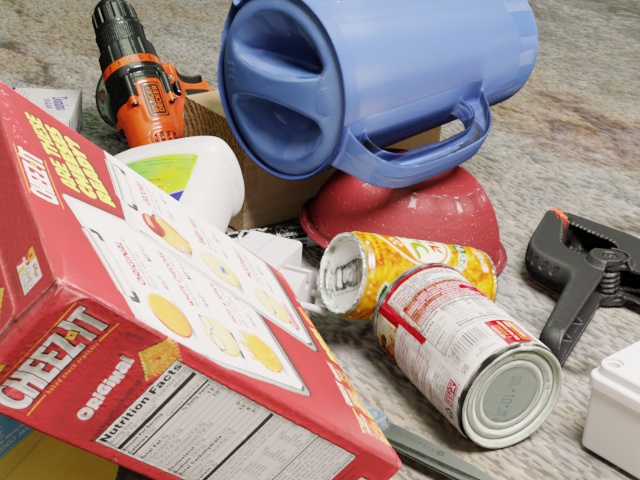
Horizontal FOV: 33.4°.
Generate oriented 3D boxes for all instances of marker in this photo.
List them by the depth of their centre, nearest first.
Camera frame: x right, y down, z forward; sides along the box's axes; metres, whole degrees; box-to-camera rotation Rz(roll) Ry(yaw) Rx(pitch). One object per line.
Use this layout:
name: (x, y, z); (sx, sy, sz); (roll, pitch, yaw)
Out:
marker: (-0.055, 0.001, 0.795); (0.121, 0.020, 0.020); (-7, 27, -19)

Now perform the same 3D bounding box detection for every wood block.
wood block: (-0.004, -0.083, 0.896); (0.205, 0.090, 0.091); (-16, 31, -35)

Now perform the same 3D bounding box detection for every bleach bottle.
bleach bottle: (-0.115, 0.024, 0.669); (0.102, 0.068, 0.250); (-8, 32, 11)

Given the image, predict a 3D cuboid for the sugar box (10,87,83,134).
sugar box: (-0.311, -0.109, 0.976); (0.176, 0.048, 0.093); (4, 25, -6)

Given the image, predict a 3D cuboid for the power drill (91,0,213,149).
power drill: (-0.101, -0.141, 0.956); (0.187, 0.057, 0.184); (-10, 71, -29)

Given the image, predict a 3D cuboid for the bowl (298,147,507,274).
bowl: (0.067, -0.027, 0.799); (0.162, 0.055, 0.162); (10, 24, -5)

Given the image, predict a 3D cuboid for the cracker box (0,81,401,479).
cracker box: (-0.078, 0.038, 0.501); (0.213, 0.072, 0.164); (35, 13, -40)

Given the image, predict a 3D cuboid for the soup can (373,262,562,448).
soup can: (0.083, 0.064, 0.617); (0.068, 0.068, 0.102); (-9, 28, -23)

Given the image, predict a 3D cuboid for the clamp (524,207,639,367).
clamp: (0.192, 0.029, 0.738); (0.164, 0.036, 0.210); (-5, 24, -16)

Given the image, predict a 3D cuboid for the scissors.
scissors: (0.007, 0.104, 0.588); (0.096, 0.016, 0.202); (-15, 30, -30)

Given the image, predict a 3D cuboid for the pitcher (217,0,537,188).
pitcher: (0.058, -0.127, 0.797); (0.242, 0.149, 0.145); (-20, 13, -39)
